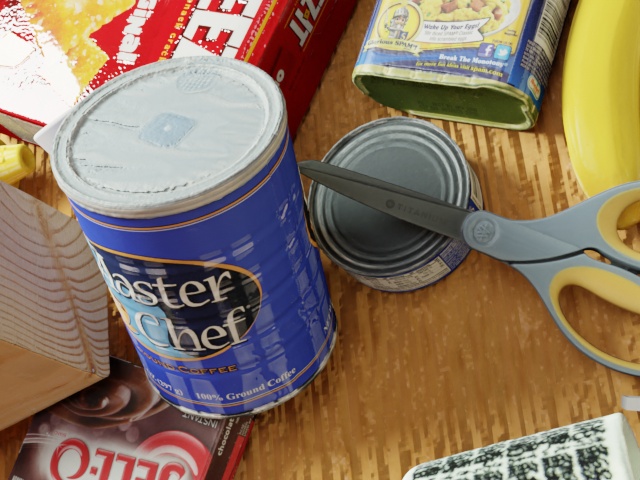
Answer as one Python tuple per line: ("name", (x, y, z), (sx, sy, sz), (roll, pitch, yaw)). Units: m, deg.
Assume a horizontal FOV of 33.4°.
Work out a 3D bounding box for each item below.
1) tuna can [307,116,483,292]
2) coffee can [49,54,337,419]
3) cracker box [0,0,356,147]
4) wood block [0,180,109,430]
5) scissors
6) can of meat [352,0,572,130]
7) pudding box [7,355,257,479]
("tuna can", (0.039, -0.017, 0.543), (0.086, 0.033, 0.086), (-9, 66, 22))
("coffee can", (-0.053, 0.001, 0.499), (0.103, 0.140, 0.103), (-7, 43, 7))
("cracker box", (-0.104, -0.124, 0.630), (0.214, 0.072, 0.164), (19, 79, 29))
("wood block", (-0.218, 0.059, 0.571), (0.206, 0.090, 0.091), (-28, 53, 26))
("scissors", (0.093, -0.016, 0.491), (0.202, 0.016, 0.096), (37, 95, 13))
("can of meat", (0.074, -0.109, 0.551), (0.102, 0.057, 0.084), (12, 78, 29))
("pudding box", (-0.099, 0.111, 0.552), (0.114, 0.039, 0.090), (14, 76, 29))
